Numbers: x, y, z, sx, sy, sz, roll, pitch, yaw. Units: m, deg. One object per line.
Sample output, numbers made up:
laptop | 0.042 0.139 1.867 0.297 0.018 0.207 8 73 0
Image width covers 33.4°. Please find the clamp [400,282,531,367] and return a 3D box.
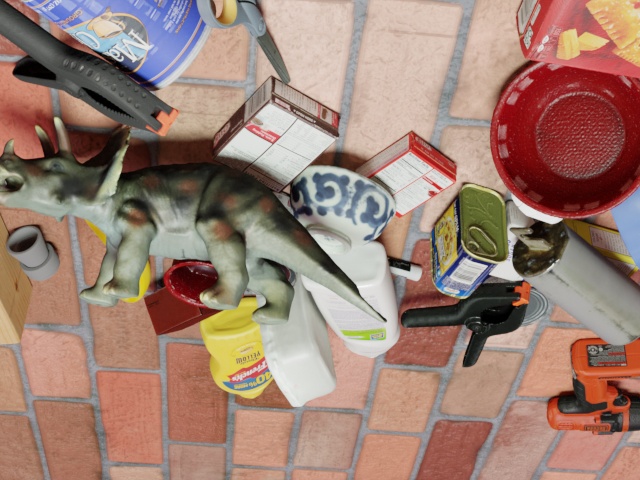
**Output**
clamp | 0.181 0.091 1.299 0.120 0.039 0.172 24 137 -18

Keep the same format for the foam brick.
foam brick | -0.169 0.078 1.320 0.078 0.053 0.051 -25 171 30

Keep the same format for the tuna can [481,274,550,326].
tuna can | 0.240 0.071 1.325 0.086 0.033 0.086 1 141 1

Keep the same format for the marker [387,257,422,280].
marker | 0.065 0.025 1.286 0.121 0.020 0.020 16 139 -17

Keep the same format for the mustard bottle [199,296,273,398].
mustard bottle | -0.101 0.154 1.416 0.096 0.058 0.191 -19 144 -12

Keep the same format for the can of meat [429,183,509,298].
can of meat | 0.163 0.003 1.192 0.057 0.102 0.084 15 141 -15

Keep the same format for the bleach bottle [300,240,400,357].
bleach bottle | 0.043 0.083 1.309 0.102 0.068 0.251 1 152 9

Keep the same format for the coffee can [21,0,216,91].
coffee can | -0.177 -0.212 0.938 0.103 0.103 0.140 -30 131 33

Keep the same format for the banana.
banana | -0.241 0.021 1.278 0.069 0.037 0.198 1 141 0

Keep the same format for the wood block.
wood block | -0.414 0.029 1.252 0.090 0.091 0.206 -1 141 3

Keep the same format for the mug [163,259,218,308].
mug | -0.133 0.013 1.224 0.093 0.081 0.117 -15 138 30

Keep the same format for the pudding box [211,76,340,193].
pudding box | -0.047 -0.107 1.113 0.090 0.039 0.114 26 137 -26

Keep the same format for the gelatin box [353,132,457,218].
gelatin box | 0.092 -0.071 1.160 0.073 0.030 0.089 32 132 -30

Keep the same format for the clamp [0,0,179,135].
clamp | -0.224 -0.150 0.978 0.210 0.036 0.164 29 168 5

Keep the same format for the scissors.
scissors | -0.069 -0.191 0.976 0.016 0.096 0.201 9 142 23

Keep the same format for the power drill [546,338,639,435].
power drill | 0.409 0.206 1.466 0.184 0.057 0.187 -3 141 6

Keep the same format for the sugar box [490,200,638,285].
sugar box | 0.275 0.015 1.248 0.176 0.048 0.093 17 137 -13

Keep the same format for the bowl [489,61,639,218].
bowl | 0.252 -0.103 1.053 0.162 0.162 0.055 -18 178 22
